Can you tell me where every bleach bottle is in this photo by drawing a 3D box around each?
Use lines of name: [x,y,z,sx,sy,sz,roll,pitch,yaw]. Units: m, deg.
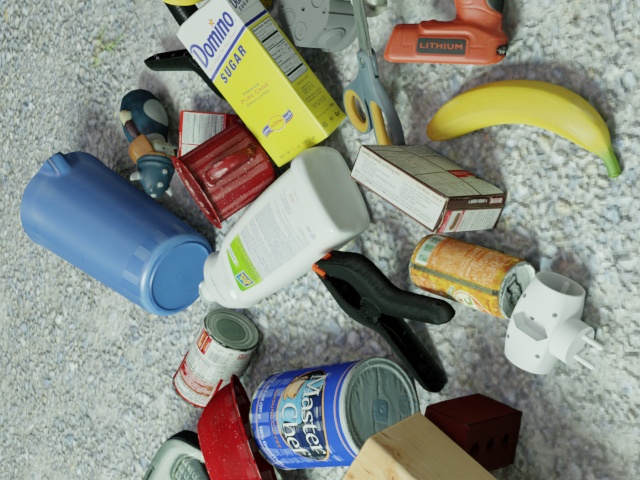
bleach bottle: [-0.057,0.001,1.138,0.251,0.067,0.102,-34,78,44]

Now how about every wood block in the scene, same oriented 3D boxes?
wood block: [0.116,0.248,0.866,0.206,0.090,0.090,39,117,23]

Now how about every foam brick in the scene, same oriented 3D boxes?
foam brick: [0.133,0.173,0.951,0.051,0.078,0.053,21,109,44]

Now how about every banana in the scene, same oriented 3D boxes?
banana: [0.168,-0.104,0.912,0.198,0.037,0.070,19,107,43]

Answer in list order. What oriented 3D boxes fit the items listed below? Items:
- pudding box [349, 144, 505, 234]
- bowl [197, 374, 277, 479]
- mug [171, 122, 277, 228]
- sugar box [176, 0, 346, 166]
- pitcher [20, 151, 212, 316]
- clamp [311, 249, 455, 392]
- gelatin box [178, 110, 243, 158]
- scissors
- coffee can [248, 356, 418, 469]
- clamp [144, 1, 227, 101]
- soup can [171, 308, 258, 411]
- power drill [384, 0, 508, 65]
pudding box: [0.096,-0.048,0.956,0.114,0.089,0.039,35,118,38]
bowl: [-0.090,0.227,1.135,0.162,0.055,0.162,166,84,-90]
mug: [-0.098,-0.074,1.129,0.093,0.081,0.117,55,169,3]
sugar box: [-0.061,-0.167,1.076,0.176,0.048,0.094,50,141,-11]
pitcher: [-0.241,0.001,1.295,0.243,0.149,0.145,30,100,36]
clamp: [0.061,0.058,1.001,0.172,0.039,0.120,40,143,21]
gelatin box: [-0.125,-0.110,1.220,0.089,0.030,0.073,10,101,45]
scissors: [0.035,-0.166,0.996,0.096,0.016,0.201,31,146,55]
coffee can: [0.012,0.173,1.057,0.141,0.102,0.103,-15,83,46]
clamp: [-0.128,-0.219,1.169,0.210,0.036,0.164,33,146,28]
soup can: [-0.120,0.136,1.214,0.069,0.068,0.102,49,126,30]
power drill: [0.096,-0.246,0.910,0.184,0.057,0.188,6,105,14]
